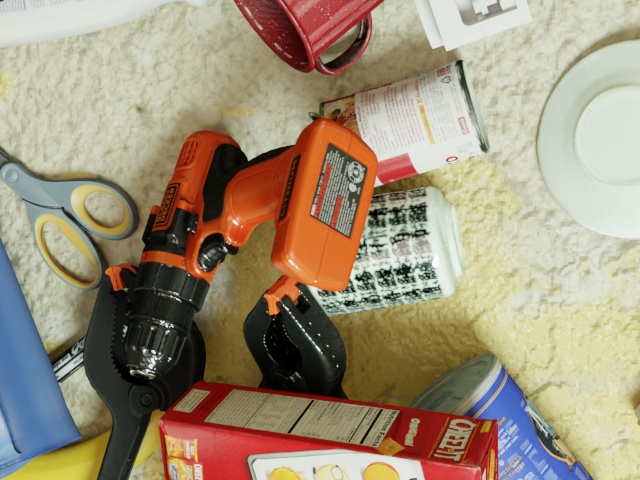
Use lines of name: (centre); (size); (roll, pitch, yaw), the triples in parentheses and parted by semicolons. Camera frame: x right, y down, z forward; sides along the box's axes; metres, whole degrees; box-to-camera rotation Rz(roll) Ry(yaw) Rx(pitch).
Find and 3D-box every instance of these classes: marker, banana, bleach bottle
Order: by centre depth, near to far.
bleach bottle: (-0.170, -0.186, 0.757); (0.251, 0.068, 0.102); (-2, 97, 10)
marker: (-0.177, 0.080, 0.838); (0.121, 0.020, 0.020); (-37, 93, 16)
banana: (-0.202, 0.169, 0.853); (0.198, 0.037, 0.069); (-8, 100, 13)

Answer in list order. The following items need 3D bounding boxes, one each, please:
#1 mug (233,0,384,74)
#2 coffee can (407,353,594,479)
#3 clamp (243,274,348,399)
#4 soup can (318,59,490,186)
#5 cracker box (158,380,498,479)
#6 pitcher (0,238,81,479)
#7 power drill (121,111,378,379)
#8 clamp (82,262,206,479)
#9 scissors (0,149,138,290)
mug: (-0.001, -0.164, 0.711); (0.081, 0.093, 0.117); (-40, 128, -10)
coffee can: (0.126, 0.165, 0.751); (0.103, 0.102, 0.140); (-38, 93, 16)
clamp: (-0.022, 0.095, 0.762); (0.120, 0.039, 0.171); (4, 124, 32)
soup can: (0.058, -0.077, 0.731); (0.102, 0.068, 0.068); (-16, 98, 14)
cracker box: (0.008, 0.188, 0.707); (0.214, 0.072, 0.164); (4, 112, 20)
pitcher: (-0.273, 0.059, 0.776); (0.149, 0.144, 0.243); (-22, 86, 24)
power drill: (-0.055, 0.001, 0.698); (0.188, 0.057, 0.184); (-8, 62, 48)
clamp: (-0.132, 0.123, 0.800); (0.165, 0.036, 0.210); (-22, 91, 11)
scissors: (-0.216, -0.055, 0.819); (0.096, 0.016, 0.202); (-32, 94, 14)
